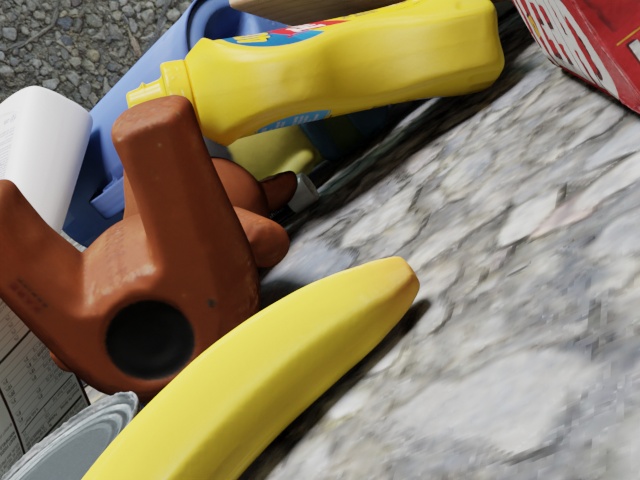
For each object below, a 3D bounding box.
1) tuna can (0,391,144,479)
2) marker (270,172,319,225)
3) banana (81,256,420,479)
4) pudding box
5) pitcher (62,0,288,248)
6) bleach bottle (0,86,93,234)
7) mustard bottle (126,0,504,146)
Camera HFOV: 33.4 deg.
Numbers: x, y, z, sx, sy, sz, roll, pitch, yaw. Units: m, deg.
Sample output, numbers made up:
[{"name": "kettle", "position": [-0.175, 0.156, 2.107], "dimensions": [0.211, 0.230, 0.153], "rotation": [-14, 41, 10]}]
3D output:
[{"name": "tuna can", "position": [-0.088, 0.095, 0.377], "dimensions": [0.086, 0.033, 0.086], "rotation": [-35, 14, 10]}, {"name": "marker", "position": [-0.054, 0.001, 0.630], "dimensions": [0.121, 0.020, 0.020], "rotation": [-34, 14, 16]}, {"name": "banana", "position": [-0.035, 0.071, 0.325], "dimensions": [0.070, 0.037, 0.197], "rotation": [3, 38, 32]}, {"name": "pudding box", "position": [-0.158, 0.064, 0.490], "dimensions": [0.039, 0.113, 0.090], "rotation": [0, 31, 25]}, {"name": "pitcher", "position": [-0.121, -0.075, 0.833], "dimensions": [0.148, 0.145, 0.243], "rotation": [7, -27, -43]}, {"name": "bleach bottle", "position": [-0.227, 0.016, 0.753], "dimensions": [0.103, 0.068, 0.250], "rotation": [-28, 45, 43]}, {"name": "mustard bottle", "position": [-0.007, -0.089, 0.567], "dimensions": [0.191, 0.058, 0.096], "rotation": [-13, 13, -7]}]
